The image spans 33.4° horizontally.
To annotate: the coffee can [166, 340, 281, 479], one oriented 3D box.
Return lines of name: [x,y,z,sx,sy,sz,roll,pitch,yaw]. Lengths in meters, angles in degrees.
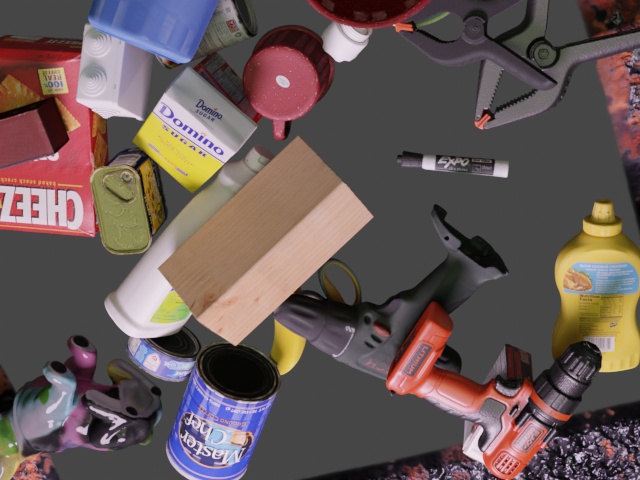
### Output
coffee can: [-0.115,0.203,1.256,0.103,0.102,0.140,21,121,0]

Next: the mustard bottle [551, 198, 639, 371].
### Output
mustard bottle: [0.305,0.048,1.169,0.096,0.058,0.192,1,111,9]

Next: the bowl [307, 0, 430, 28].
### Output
bowl: [0.047,-0.294,1.047,0.162,0.055,0.162,0,115,0]

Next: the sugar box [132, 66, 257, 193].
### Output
sugar box: [-0.136,-0.111,1.120,0.093,0.176,0.048,40,71,-8]

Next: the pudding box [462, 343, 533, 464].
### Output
pudding box: [0.203,0.187,1.221,0.039,0.090,0.114,27,113,-1]

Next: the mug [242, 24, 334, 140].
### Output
mug: [-0.037,-0.163,1.126,0.093,0.081,0.117,11,112,4]

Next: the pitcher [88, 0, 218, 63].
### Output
pitcher: [-0.122,-0.296,1.029,0.149,0.144,0.243,25,96,25]

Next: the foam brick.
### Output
foam brick: [-0.314,-0.112,1.124,0.078,0.053,0.051,-15,110,12]

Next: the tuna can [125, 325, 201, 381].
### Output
tuna can: [-0.184,0.126,1.257,0.086,0.086,0.034,29,110,-3]

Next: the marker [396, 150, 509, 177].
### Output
marker: [0.144,-0.084,1.163,0.121,0.020,0.020,6,112,7]

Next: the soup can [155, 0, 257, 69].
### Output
soup can: [-0.125,-0.229,1.121,0.102,0.068,0.068,-18,107,14]

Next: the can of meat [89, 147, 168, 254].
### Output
can of meat: [-0.211,-0.047,1.195,0.057,0.084,0.102,-4,110,10]

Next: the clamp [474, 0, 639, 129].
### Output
clamp: [0.225,-0.205,1.095,0.210,0.036,0.164,-42,94,21]

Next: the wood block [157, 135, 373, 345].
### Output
wood block: [-0.057,0.002,1.139,0.206,0.090,0.091,-44,57,1]

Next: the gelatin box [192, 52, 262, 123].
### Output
gelatin box: [-0.102,-0.155,1.142,0.030,0.073,0.089,-38,101,19]

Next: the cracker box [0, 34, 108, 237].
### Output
cracker box: [-0.324,-0.118,1.191,0.164,0.072,0.214,5,112,7]

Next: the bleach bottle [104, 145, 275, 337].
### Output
bleach bottle: [-0.136,-0.002,1.194,0.068,0.102,0.251,48,113,25]

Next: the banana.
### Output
banana: [-0.050,0.081,1.246,0.069,0.037,0.198,2,111,7]

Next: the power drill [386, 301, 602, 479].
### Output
power drill: [0.179,0.145,1.130,0.187,0.057,0.185,32,112,0]

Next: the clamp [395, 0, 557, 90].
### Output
clamp: [0.163,-0.205,1.076,0.172,0.039,0.120,-4,97,18]

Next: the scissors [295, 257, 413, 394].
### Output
scissors: [0.033,0.117,1.242,0.096,0.016,0.201,-28,107,-11]
